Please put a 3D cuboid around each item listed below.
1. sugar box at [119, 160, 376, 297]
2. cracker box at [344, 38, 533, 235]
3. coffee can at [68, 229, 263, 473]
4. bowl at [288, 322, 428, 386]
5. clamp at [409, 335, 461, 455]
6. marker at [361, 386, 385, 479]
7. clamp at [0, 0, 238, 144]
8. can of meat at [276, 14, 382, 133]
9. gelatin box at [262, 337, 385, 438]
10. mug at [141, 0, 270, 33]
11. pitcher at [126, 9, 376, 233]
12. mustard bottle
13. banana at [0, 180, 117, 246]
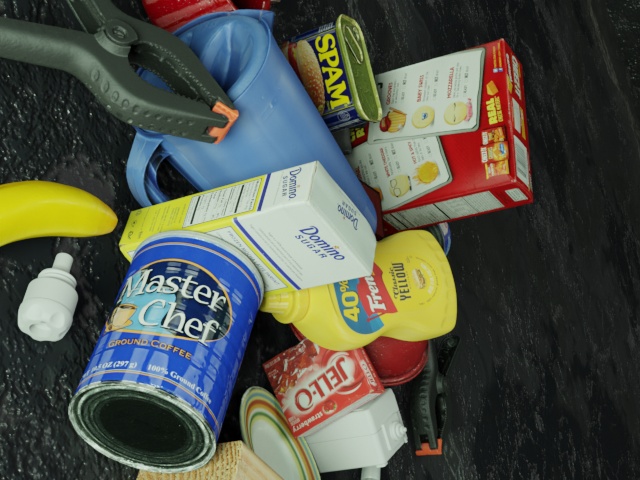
[{"bbox_3d":[-0.055,0.001,0.804,0.093,0.176,0.048,50,38,-39],"label":"sugar box"},{"bbox_3d":[0.107,-0.099,1.112,0.072,0.214,0.164,34,49,-54],"label":"cracker box"},{"bbox_3d":[-0.105,0.077,0.756,0.102,0.103,0.140,55,35,-35],"label":"coffee can"},{"bbox_3d":[0.045,0.057,1.007,0.162,0.055,0.162,21,38,-18],"label":"bowl"},{"bbox_3d":[0.132,0.164,1.227,0.120,0.039,0.171,27,61,-50],"label":"clamp"},{"bbox_3d":[0.055,0.189,1.091,0.020,0.020,0.121,46,40,-43],"label":"marker"},{"bbox_3d":[-0.151,-0.144,0.760,0.209,0.036,0.164,28,43,-14],"label":"clamp"},{"bbox_3d":[0.002,-0.149,1.000,0.057,0.084,0.102,-4,80,-66],"label":"can of meat"},{"bbox_3d":[0.002,0.120,0.931,0.030,0.089,0.073,11,49,-60],"label":"gelatin box"},{"bbox_3d":[-0.102,-0.229,0.924,0.093,0.082,0.117,29,51,-54],"label":"mug"},{"bbox_3d":[-0.053,-0.061,0.910,0.242,0.149,0.145,52,21,-43],"label":"pitcher"},{"bbox_3d":[0.027,0.043,0.897,0.191,0.058,0.096,-3,76,-38],"label":"mustard bottle"},{"bbox_3d":[-0.203,0.000,0.673,0.197,0.037,0.069,-41,127,-50],"label":"banana"}]
